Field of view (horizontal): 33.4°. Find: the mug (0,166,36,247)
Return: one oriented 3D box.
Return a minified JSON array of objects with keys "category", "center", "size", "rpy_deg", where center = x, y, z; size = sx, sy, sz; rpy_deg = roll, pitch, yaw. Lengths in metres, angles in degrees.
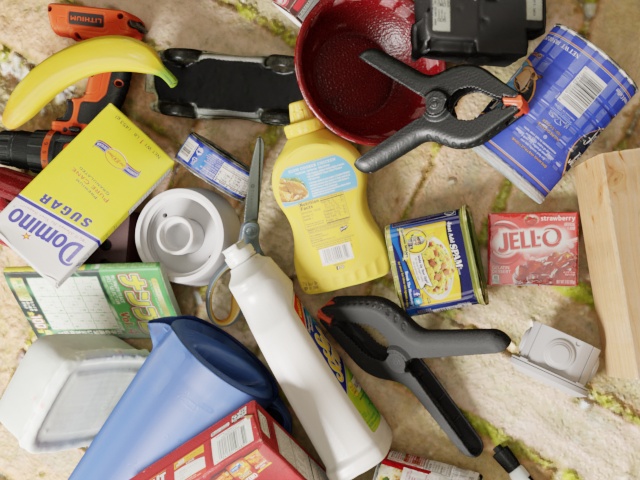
[{"category":"mug","center":[-0.332,-0.034,1.151],"size":[0.082,0.117,0.093],"rpy_deg":[18,88,18]}]

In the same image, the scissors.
[{"category":"scissors","center":[-0.057,0.001,1.102],"size":[0.096,0.016,0.202],"rpy_deg":[19,100,-19]}]

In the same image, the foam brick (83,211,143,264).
[{"category":"foam brick","center":[-0.222,0.005,1.153],"size":[0.053,0.051,0.078],"rpy_deg":[3,89,13]}]

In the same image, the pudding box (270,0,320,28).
[{"category":"pudding box","center":[0.003,-0.255,1.075],"size":[0.039,0.113,0.090],"rpy_deg":[39,96,16]}]

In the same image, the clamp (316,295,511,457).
[{"category":"clamp","center":[0.090,0.106,1.049],"size":[0.210,0.036,0.165],"rpy_deg":[33,135,20]}]

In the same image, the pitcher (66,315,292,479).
[{"category":"pitcher","center":[-0.154,0.212,1.096],"size":[0.243,0.144,0.149],"rpy_deg":[-53,48,10]}]

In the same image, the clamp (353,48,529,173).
[{"category":"clamp","center":[0.106,-0.134,1.001],"size":[0.172,0.039,0.120],"rpy_deg":[-8,87,21]}]

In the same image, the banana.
[{"category":"banana","center":[-0.250,-0.172,1.115],"size":[0.198,0.037,0.069],"rpy_deg":[-13,86,12]}]

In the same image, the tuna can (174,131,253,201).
[{"category":"tuna can","center":[-0.107,-0.077,1.111],"size":[0.086,0.086,0.034],"rpy_deg":[34,94,12]}]

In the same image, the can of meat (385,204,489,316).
[{"category":"can of meat","center":[0.116,0.023,1.068],"size":[0.084,0.057,0.102],"rpy_deg":[-12,86,14]}]

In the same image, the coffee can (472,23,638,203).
[{"category":"coffee can","center":[0.218,-0.121,1.024],"size":[0.103,0.102,0.140],"rpy_deg":[41,97,12]}]

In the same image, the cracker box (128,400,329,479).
[{"category":"cracker box","center":[-0.064,0.274,1.041],"size":[0.164,0.072,0.213],"rpy_deg":[-34,120,11]}]

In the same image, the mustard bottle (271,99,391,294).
[{"category":"mustard bottle","center":[0.003,-0.048,1.080],"size":[0.096,0.058,0.191],"rpy_deg":[-15,96,12]}]

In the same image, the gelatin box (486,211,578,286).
[{"category":"gelatin box","center":[0.210,0.009,1.058],"size":[0.089,0.030,0.073],"rpy_deg":[0,88,13]}]

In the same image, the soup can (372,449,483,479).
[{"category":"soup can","center":[0.104,0.251,1.057],"size":[0.102,0.068,0.068],"rpy_deg":[12,91,13]}]

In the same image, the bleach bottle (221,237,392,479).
[{"category":"bleach bottle","center":[-0.022,0.111,1.058],"size":[0.068,0.102,0.251],"rpy_deg":[-32,91,12]}]

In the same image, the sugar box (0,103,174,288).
[{"category":"sugar box","center":[-0.242,-0.045,1.091],"size":[0.093,0.048,0.176],"rpy_deg":[42,77,-2]}]

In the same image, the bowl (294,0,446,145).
[{"category":"bowl","center":[0.043,-0.172,1.073],"size":[0.162,0.055,0.162],"rpy_deg":[1,86,-18]}]

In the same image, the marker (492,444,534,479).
[{"category":"marker","center":[0.213,0.252,1.055],"size":[0.020,0.020,0.121],"rpy_deg":[-40,80,9]}]

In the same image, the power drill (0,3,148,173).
[{"category":"power drill","center":[-0.269,-0.161,1.169],"size":[0.184,0.057,0.188],"rpy_deg":[7,93,10]}]
